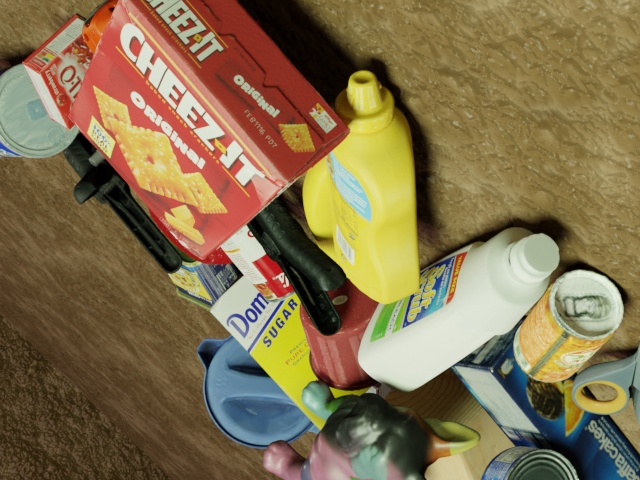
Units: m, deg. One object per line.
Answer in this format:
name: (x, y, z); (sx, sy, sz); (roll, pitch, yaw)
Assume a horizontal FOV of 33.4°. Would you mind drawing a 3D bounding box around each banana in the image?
banana: (0.021, -0.018, 0.923); (0.070, 0.037, 0.197); (-2, 142, 23)

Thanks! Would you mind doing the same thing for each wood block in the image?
wood block: (0.145, 0.203, 1.055); (0.091, 0.090, 0.206); (24, 152, 38)

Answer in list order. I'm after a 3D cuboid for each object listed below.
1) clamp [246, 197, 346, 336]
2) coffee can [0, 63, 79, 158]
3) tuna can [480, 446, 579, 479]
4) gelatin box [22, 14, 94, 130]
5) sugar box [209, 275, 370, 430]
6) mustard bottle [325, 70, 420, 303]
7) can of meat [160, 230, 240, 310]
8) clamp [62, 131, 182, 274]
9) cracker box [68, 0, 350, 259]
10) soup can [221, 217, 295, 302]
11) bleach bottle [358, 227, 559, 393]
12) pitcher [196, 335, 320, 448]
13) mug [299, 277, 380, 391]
clamp: (-0.030, 0.009, 0.957); (0.172, 0.039, 0.120); (52, 158, 29)
coffee can: (-0.340, -0.144, 1.195); (0.141, 0.102, 0.102); (7, 140, 56)
tuna can: (0.169, 0.210, 0.864); (0.086, 0.086, 0.034); (49, 155, -18)
gelatin box: (-0.239, -0.161, 1.032); (0.030, 0.073, 0.089); (32, 157, 24)
sugar box: (-0.025, 0.105, 1.118); (0.176, 0.093, 0.048); (46, 173, 4)
mustard bottle: (0.036, -0.046, 0.784); (0.191, 0.058, 0.096); (82, 164, -48)
can of meat: (-0.144, 0.029, 1.257); (0.102, 0.057, 0.084); (20, 148, 43)
clamp: (-0.240, -0.064, 1.171); (0.210, 0.036, 0.164); (51, -177, 38)
cracker box: (-0.092, -0.086, 0.778); (0.164, 0.072, 0.214); (48, 154, -3)
soup can: (-0.057, 0.001, 1.041); (0.102, 0.068, 0.069); (52, 156, -23)
bleach bottle: (0.111, 0.044, 0.824); (0.068, 0.102, 0.251); (33, 153, -5)
pitcher: (-0.062, 0.174, 1.261); (0.243, 0.145, 0.149); (135, 121, -82)
mug: (0.034, 0.090, 1.025); (0.117, 0.093, 0.081); (34, 154, 37)
